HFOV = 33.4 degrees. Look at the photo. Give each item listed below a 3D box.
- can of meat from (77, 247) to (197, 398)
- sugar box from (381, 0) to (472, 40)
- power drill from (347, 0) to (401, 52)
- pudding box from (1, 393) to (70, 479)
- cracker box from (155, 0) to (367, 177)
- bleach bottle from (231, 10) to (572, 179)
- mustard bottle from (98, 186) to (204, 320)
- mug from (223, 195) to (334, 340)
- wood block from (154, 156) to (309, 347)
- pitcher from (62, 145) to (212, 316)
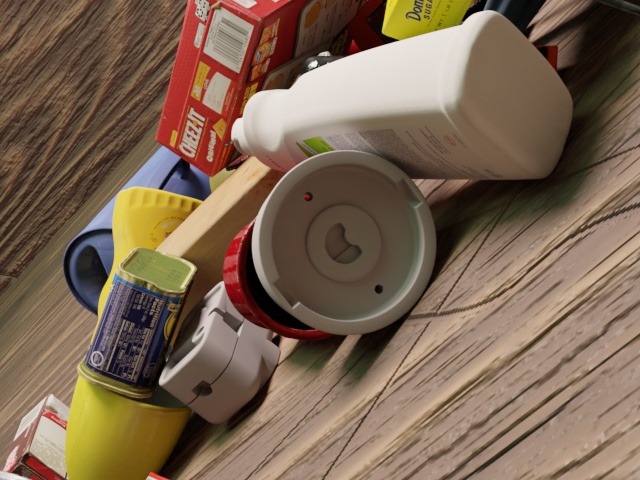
[{"bbox_3d":[-0.133,0.057,0.790,0.102,0.057,0.084,-87,18,-79],"label":"can of meat"},{"bbox_3d":[0.079,-0.207,0.654,0.093,0.048,0.176,117,166,-47],"label":"sugar box"},{"bbox_3d":[0.109,-0.236,0.965,0.187,0.057,0.185,-46,4,-27],"label":"power drill"},{"bbox_3d":[-0.204,0.182,0.861,0.039,0.090,0.113,-46,15,9],"label":"pudding box"},{"bbox_3d":[-0.040,-0.174,0.912,0.213,0.072,0.164,-45,-16,-45],"label":"cracker box"},{"bbox_3d":[0.026,-0.077,0.667,0.251,0.102,0.068,1,63,48],"label":"bleach bottle"},{"bbox_3d":[-0.156,0.052,0.994,0.058,0.096,0.191,-8,71,57],"label":"mustard bottle"},{"bbox_3d":[-0.009,0.016,0.723,0.117,0.093,0.082,-22,2,-17],"label":"mug"},{"bbox_3d":[-0.056,0.001,0.866,0.206,0.090,0.090,-42,17,29],"label":"wood block"},{"bbox_3d":[-0.181,-0.026,1.218,0.149,0.145,0.242,-21,25,27],"label":"pitcher"}]
